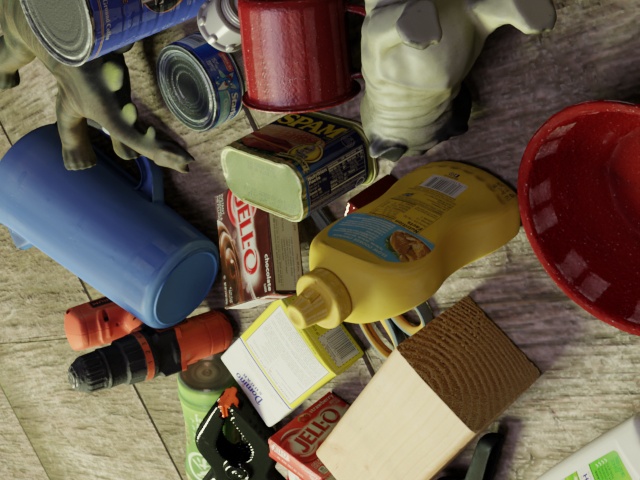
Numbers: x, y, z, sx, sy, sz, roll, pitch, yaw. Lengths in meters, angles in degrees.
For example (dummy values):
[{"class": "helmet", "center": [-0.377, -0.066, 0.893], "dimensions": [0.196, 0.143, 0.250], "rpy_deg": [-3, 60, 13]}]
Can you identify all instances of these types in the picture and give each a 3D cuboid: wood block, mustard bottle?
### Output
[{"class": "wood block", "center": [0.085, 0.150, 0.905], "dimensions": [0.090, 0.090, 0.206], "rpy_deg": [47, 143, 14]}, {"class": "mustard bottle", "center": [0.050, 0.008, 0.752], "dimensions": [0.096, 0.191, 0.058], "rpy_deg": [25, 133, 38]}]

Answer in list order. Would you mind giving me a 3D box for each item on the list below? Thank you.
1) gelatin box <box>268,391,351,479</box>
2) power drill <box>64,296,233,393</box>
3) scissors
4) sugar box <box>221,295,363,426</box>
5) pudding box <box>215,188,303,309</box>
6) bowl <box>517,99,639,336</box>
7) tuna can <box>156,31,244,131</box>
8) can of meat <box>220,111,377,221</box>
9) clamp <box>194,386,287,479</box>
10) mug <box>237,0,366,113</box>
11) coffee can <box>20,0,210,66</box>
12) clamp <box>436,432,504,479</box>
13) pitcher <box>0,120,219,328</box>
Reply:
[{"class": "gelatin box", "center": [0.005, 0.196, 1.037], "dimensions": [0.073, 0.089, 0.030], "rpy_deg": [31, 137, 33]}, {"class": "power drill", "center": [-0.213, 0.109, 1.171], "dimensions": [0.188, 0.184, 0.057], "rpy_deg": [16, 116, 55]}, {"class": "scissors", "center": [0.036, 0.015, 0.927], "dimensions": [0.096, 0.016, 0.202], "rpy_deg": [-12, 106, 52]}, {"class": "sugar box", "center": [-0.032, 0.115, 1.060], "dimensions": [0.093, 0.048, 0.176], "rpy_deg": [55, 148, 7]}, {"class": "pudding box", "center": [-0.056, 0.001, 0.974], "dimensions": [0.090, 0.039, 0.113], "rpy_deg": [-20, 75, 55]}, {"class": "bowl", "center": [0.204, -0.021, 0.663], "dimensions": [0.162, 0.055, 0.162], "rpy_deg": [30, 137, 33]}, {"class": "tuna can", "center": [-0.110, -0.143, 0.968], "dimensions": [0.086, 0.033, 0.086], "rpy_deg": [30, 137, 33]}, {"class": "can of meat", "center": [-0.019, -0.063, 0.876], "dimensions": [0.102, 0.083, 0.057], "rpy_deg": [21, 131, 41]}, {"class": "clamp", "center": [-0.076, 0.247, 1.166], "dimensions": [0.164, 0.036, 0.210], "rpy_deg": [8, 128, 10]}, {"class": "mug", "center": [-0.007, -0.149, 0.804], "dimensions": [0.117, 0.093, 0.081], "rpy_deg": [1, 116, 15]}, {"class": "coffee can", "center": [-0.164, -0.216, 0.886], "dimensions": [0.103, 0.140, 0.103], "rpy_deg": [30, 136, 33]}, {"class": "clamp", "center": [0.150, 0.246, 0.947], "dimensions": [0.120, 0.039, 0.172], "rpy_deg": [53, 145, 13]}, {"class": "pitcher", "center": [-0.221, -0.023, 1.128], "dimensions": [0.243, 0.144, 0.149], "rpy_deg": [34, 151, 25]}]
